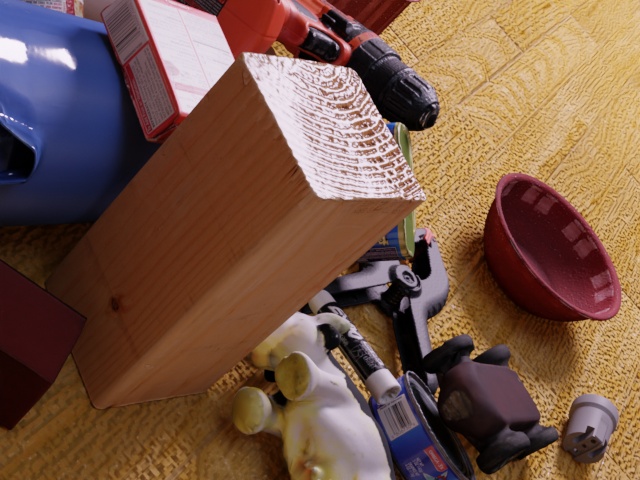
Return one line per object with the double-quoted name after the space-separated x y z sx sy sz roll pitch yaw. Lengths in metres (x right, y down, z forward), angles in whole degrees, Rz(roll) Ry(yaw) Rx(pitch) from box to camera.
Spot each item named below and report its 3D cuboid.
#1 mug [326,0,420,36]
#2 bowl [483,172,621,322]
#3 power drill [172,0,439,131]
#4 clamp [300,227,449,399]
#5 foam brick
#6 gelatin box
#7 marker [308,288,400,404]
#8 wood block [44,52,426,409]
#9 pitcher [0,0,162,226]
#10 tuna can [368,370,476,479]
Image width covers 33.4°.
0.044 -0.247 1.047 0.093 0.082 0.117 40 35 -11 "mug"
0.202 0.017 0.984 0.162 0.055 0.162 28 39 -26 "bowl"
-0.016 -0.145 0.761 0.185 0.057 0.187 39 15 27 "power drill"
0.063 0.048 0.818 0.120 0.039 0.171 49 39 0 "clamp"
-0.171 0.048 0.552 0.078 0.053 0.051 38 36 -15 "foam brick"
-0.077 -0.092 0.601 0.073 0.030 0.089 6 56 -54 "gelatin box"
0.014 0.060 0.717 0.020 0.020 0.121 6 36 -44 "marker"
-0.054 0.001 0.588 0.090 0.206 0.091 -2 58 -48 "wood block"
-0.147 -0.075 0.648 0.242 0.145 0.149 1 68 -51 "pitcher"
0.068 0.133 0.716 0.086 0.034 0.086 55 10 -15 "tuna can"
